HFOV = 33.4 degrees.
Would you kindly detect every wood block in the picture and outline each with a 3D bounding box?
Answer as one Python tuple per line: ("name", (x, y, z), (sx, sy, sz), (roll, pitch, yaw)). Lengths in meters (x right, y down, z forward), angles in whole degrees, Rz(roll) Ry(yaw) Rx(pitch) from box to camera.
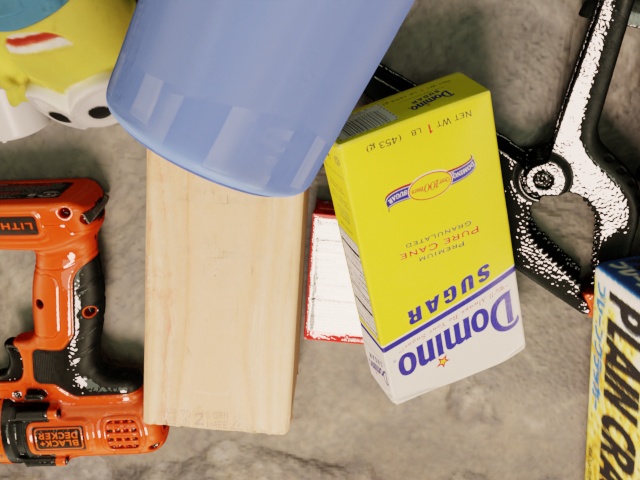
("wood block", (-0.054, 0.001, 0.637), (0.090, 0.091, 0.206), (4, 109, 1))

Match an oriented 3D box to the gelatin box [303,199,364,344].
("gelatin box", (0.029, 0.021, 0.673), (0.073, 0.030, 0.089), (5, 110, 2))

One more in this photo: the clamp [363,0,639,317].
("clamp", (0.139, -0.050, 0.630), (0.165, 0.036, 0.210), (-24, 108, 26))

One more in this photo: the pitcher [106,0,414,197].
("pitcher", (-0.013, -0.149, 0.477), (0.149, 0.145, 0.243), (29, 105, 7))

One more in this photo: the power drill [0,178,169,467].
("power drill", (-0.196, 0.057, 0.683), (0.184, 0.057, 0.188), (-3, 110, 3))

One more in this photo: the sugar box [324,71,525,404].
("sugar box", (0.061, 0.002, 0.615), (0.093, 0.048, 0.176), (-21, 118, -11))
